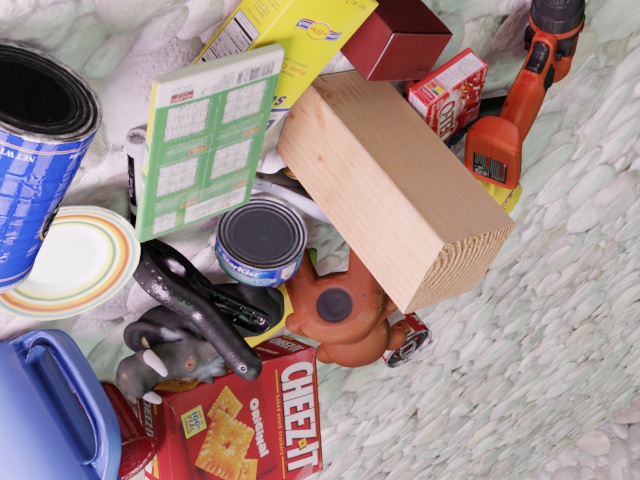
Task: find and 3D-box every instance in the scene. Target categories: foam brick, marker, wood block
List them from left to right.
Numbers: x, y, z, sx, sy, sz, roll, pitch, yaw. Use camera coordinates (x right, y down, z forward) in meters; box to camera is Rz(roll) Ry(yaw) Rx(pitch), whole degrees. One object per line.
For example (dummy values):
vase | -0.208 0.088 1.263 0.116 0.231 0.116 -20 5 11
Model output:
marker | -0.151 -0.046 0.889 0.020 0.020 0.121 -25 151 -24
wood block | 0.060 -0.048 0.935 0.090 0.206 0.090 -16 146 -36
foam brick | 0.063 -0.173 0.915 0.078 0.051 0.053 -9 142 -43

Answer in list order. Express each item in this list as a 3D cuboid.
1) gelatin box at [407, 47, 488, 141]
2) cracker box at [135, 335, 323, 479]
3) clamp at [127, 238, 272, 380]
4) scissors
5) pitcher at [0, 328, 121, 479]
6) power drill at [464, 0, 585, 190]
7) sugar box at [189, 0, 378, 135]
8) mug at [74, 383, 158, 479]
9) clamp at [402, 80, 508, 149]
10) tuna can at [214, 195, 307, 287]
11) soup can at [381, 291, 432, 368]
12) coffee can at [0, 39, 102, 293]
gelatin box | 0.115 -0.126 0.986 0.073 0.030 0.089 -35 158 -16
cracker box | -0.099 0.218 1.224 0.213 0.072 0.164 -14 108 -37
clamp | -0.110 0.056 0.947 0.171 0.120 0.039 35 100 -18
scissors | -0.041 -0.043 0.954 0.201 0.096 0.016 -2 124 -54
pitcher | -0.236 0.206 0.932 0.144 0.243 0.149 -30 159 -22
power drill | 0.200 -0.155 1.022 0.187 0.057 0.184 -61 162 -15
sugar box | -0.044 -0.142 0.839 0.176 0.048 0.093 -50 151 20
mug | -0.239 0.207 1.110 0.117 0.081 0.093 -20 148 -32
clamp | 0.127 -0.112 1.106 0.165 0.036 0.209 -45 154 18
tuna can | -0.057 0.001 1.005 0.086 0.086 0.034 -24 152 -26
soup can | 0.079 0.095 1.300 0.068 0.102 0.068 -29 152 -17
coffee can | -0.218 -0.047 0.711 0.102 0.103 0.140 -7 140 -46
